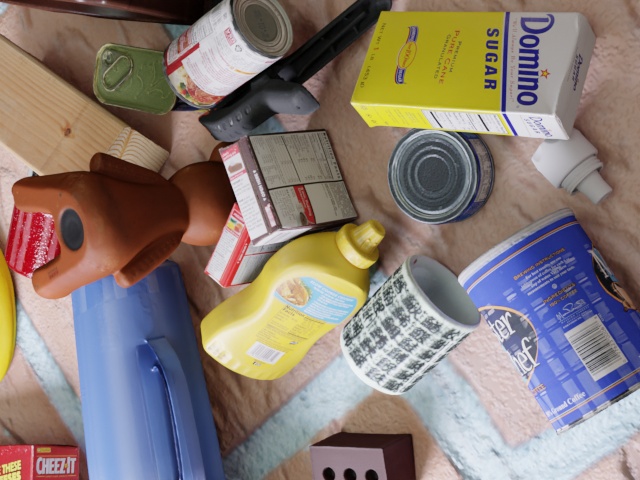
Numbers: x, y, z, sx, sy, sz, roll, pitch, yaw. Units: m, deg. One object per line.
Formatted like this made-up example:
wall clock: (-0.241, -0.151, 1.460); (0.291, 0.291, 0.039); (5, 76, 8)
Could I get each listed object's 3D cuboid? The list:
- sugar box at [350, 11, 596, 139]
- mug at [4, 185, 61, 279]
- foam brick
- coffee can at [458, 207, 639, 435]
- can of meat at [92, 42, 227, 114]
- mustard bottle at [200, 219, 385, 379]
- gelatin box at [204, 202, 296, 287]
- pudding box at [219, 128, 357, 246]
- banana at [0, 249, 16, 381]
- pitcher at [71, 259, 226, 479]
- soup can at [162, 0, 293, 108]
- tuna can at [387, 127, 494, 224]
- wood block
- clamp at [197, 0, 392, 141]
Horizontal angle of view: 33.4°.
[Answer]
sugar box: (0.119, -0.134, 0.846); (0.176, 0.048, 0.093); (6, 70, 34)
mug: (-0.275, -0.004, 1.101); (0.117, 0.093, 0.081); (41, 121, 45)
foam brick: (0.038, 0.202, 0.948); (0.078, 0.051, 0.053); (-6, 92, 33)
coffee can: (0.185, 0.061, 0.810); (0.103, 0.102, 0.140); (-39, 75, 29)
can of meat: (-0.149, -0.152, 1.012); (0.102, 0.083, 0.057); (14, 102, 31)
mustard bottle: (-0.014, 0.046, 0.941); (0.192, 0.096, 0.058); (-43, 38, 28)
gelatin box: (-0.056, 0.001, 0.965); (0.030, 0.089, 0.073); (36, 113, 26)
pudding box: (-0.026, -0.048, 0.927); (0.039, 0.113, 0.090); (-26, 80, 37)
banana: (-0.374, 0.087, 1.208); (0.070, 0.037, 0.198); (12, 101, 30)
pitcher: (-0.166, 0.143, 1.026); (0.149, 0.144, 0.243); (-11, 86, 18)
soup can: (-0.081, -0.166, 0.921); (0.102, 0.068, 0.068); (-27, 80, 43)
tuna can: (0.100, -0.056, 0.893); (0.086, 0.033, 0.086); (4, 97, 32)
wood block: (-0.267, -0.115, 1.074); (0.206, 0.090, 0.091); (36, 91, 25)
clamp: (-0.032, -0.141, 0.937); (0.036, 0.164, 0.210); (49, 145, -18)
